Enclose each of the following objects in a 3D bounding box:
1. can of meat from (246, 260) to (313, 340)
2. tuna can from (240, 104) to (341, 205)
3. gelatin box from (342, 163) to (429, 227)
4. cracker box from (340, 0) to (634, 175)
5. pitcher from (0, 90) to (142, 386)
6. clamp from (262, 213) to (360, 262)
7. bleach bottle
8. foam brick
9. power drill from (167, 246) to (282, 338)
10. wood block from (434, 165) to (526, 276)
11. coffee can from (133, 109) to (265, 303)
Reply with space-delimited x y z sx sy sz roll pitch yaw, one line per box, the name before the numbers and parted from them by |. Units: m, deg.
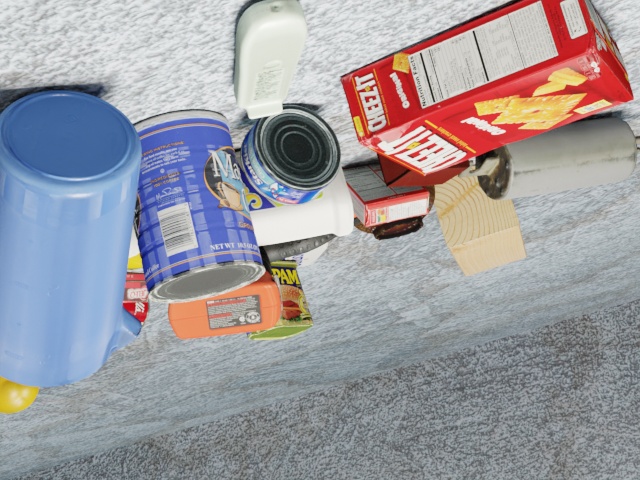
can of meat | -0.059 0.073 1.295 0.058 0.084 0.101 -26 164 28
tuna can | -0.025 -0.076 0.943 0.086 0.086 0.034 -7 162 -29
gelatin box | 0.064 -0.051 1.139 0.073 0.089 0.030 -12 121 -18
cracker box | 0.150 -0.132 0.936 0.214 0.072 0.164 -20 164 22
pitcher | -0.223 -0.002 0.853 0.149 0.145 0.243 -26 153 -35
clamp | -0.058 0.001 1.177 0.210 0.036 0.165 -24 -163 -10
bleach bottle | -0.102 -0.029 1.011 0.250 0.102 0.068 -14 151 -7
foam brick | 0.104 -0.088 1.093 0.078 0.053 0.051 -6 163 -34
power drill | -0.113 0.017 1.057 0.184 0.187 0.057 -8 126 -2
wood block | 0.204 -0.024 1.362 0.091 0.090 0.206 -18 165 10
coffee can | -0.114 -0.028 0.925 0.102 0.140 0.103 -14 166 -4
